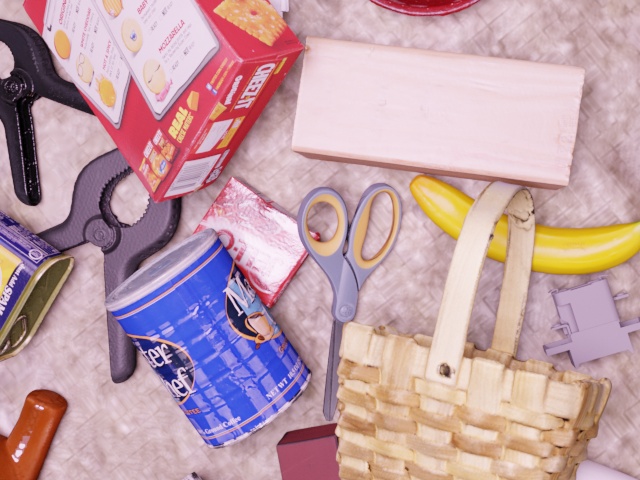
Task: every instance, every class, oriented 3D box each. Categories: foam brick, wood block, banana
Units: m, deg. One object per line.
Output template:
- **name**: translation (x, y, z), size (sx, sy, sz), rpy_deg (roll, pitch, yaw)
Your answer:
- **foam brick**: translation (-0.001, 0.194, 0.867), size (0.051, 0.053, 0.078), rpy_deg (-11, 91, 8)
- **wood block**: translation (0.090, -0.097, 0.826), size (0.206, 0.090, 0.090), rpy_deg (8, 92, 8)
- **banana**: translation (0.166, -0.009, 0.842), size (0.198, 0.037, 0.070), rpy_deg (7, 106, 11)

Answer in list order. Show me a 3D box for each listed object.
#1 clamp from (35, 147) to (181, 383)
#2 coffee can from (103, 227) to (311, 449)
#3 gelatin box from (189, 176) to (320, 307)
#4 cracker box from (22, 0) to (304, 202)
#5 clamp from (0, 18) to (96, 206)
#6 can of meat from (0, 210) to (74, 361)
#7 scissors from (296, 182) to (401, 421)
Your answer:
- **clamp**: translation (-0.173, 0.005, 0.892), size (0.164, 0.036, 0.210), rpy_deg (41, 100, 4)
- **coffee can**: translation (-0.087, 0.076, 0.835), size (0.103, 0.103, 0.140), rpy_deg (-32, 101, 7)
- **gelatin box**: translation (-0.056, 0.001, 0.880), size (0.089, 0.030, 0.073), rpy_deg (35, 96, 6)
- **cracker box**: translation (-0.125, -0.163, 0.806), size (0.214, 0.071, 0.164), rpy_deg (54, 136, 16)
- **clamp**: translation (-0.239, -0.128, 0.896), size (0.120, 0.039, 0.171), rpy_deg (-30, 88, 6)
- **can of meat**: translation (-0.264, 0.033, 0.867), size (0.084, 0.057, 0.102), rpy_deg (34, 103, 8)
- **scissors**: translation (0.005, 0.043, 0.864), size (0.096, 0.016, 0.202), rpy_deg (20, 95, -22)
